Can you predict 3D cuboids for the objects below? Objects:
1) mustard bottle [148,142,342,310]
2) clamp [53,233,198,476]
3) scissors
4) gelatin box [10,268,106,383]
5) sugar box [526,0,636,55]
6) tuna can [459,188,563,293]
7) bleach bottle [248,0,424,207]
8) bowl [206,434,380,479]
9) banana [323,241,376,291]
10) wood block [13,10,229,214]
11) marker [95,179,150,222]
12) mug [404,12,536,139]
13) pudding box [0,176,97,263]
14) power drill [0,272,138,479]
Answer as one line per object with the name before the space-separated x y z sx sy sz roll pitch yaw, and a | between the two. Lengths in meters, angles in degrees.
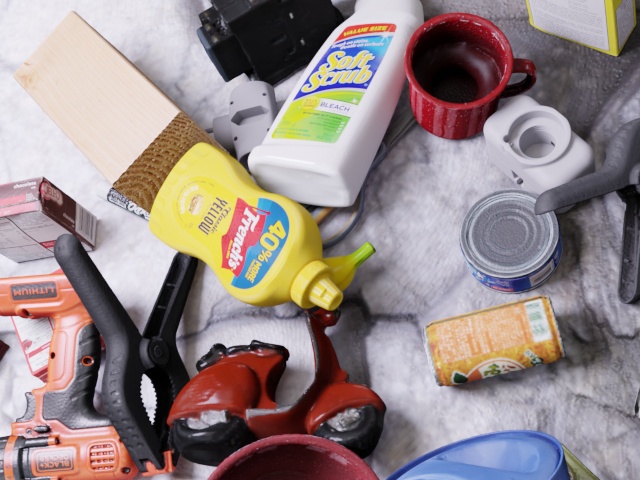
mustard bottle | -0.056 0.001 0.910 0.192 0.058 0.096 35 95 27
clamp | -0.158 0.092 0.904 0.036 0.164 0.210 -17 70 33
scissors | 0.031 -0.084 0.992 0.096 0.016 0.201 24 75 25
gelatin box | -0.244 0.077 0.992 0.073 0.030 0.089 -29 64 2
sugar box | 0.218 -0.234 0.913 0.093 0.176 0.048 26 76 25
tuna can | 0.161 0.000 0.905 0.086 0.033 0.086 -6 65 14
bleach bottle | 0.027 -0.151 0.989 0.103 0.068 0.250 10 60 26
bowl | -0.024 0.227 0.822 0.162 0.055 0.162 0 88 -8
banana | -0.046 0.010 0.960 0.198 0.037 0.069 19 73 25
wood block | -0.191 -0.118 1.011 0.091 0.090 0.206 -48 54 1
marker | -0.165 -0.028 1.022 0.121 0.020 0.020 26 75 25
mug | 0.132 -0.142 0.946 0.117 0.081 0.093 -5 71 2
pudding box | -0.273 -0.018 0.997 0.090 0.113 0.039 -9 67 12
power drill | -0.251 0.125 0.932 0.184 0.057 0.187 -6 83 6
